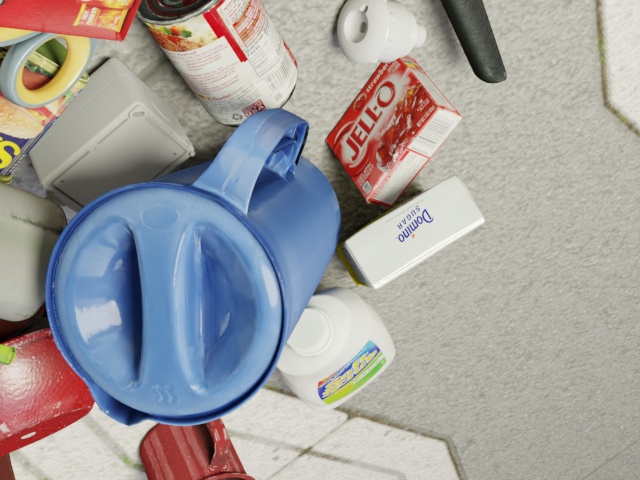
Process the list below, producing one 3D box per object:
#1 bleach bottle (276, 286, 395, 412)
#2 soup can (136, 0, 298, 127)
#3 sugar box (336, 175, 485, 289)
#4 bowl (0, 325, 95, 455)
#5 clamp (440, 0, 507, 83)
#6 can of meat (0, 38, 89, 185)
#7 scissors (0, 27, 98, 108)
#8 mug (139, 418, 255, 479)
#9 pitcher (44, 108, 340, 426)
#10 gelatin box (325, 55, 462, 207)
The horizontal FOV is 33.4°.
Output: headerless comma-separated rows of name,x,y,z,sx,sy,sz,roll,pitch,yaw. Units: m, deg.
bleach bottle,0.001,0.085,0.835,0.102,0.068,0.250,-36,167,1
soup can,-0.062,-0.125,0.652,0.068,0.068,0.102,-33,141,1
sugar box,0.062,-0.004,0.806,0.093,0.048,0.176,-32,177,-3
bowl,-0.215,0.113,0.756,0.162,0.055,0.162,-25,170,-5
clamp,0.081,-0.190,0.688,0.209,0.036,0.165,4,114,-34
can of meat,-0.196,-0.090,0.610,0.084,0.057,0.102,-46,140,12
scissors,-0.110,-0.138,0.594,0.201,0.016,0.096,-30,142,-37
mug,-0.109,0.198,0.949,0.093,0.081,0.117,-4,134,-30
pitcher,-0.054,0.001,0.662,0.149,0.242,0.145,-17,99,15
gelatin box,0.050,-0.080,0.769,0.030,0.073,0.089,15,123,-41
